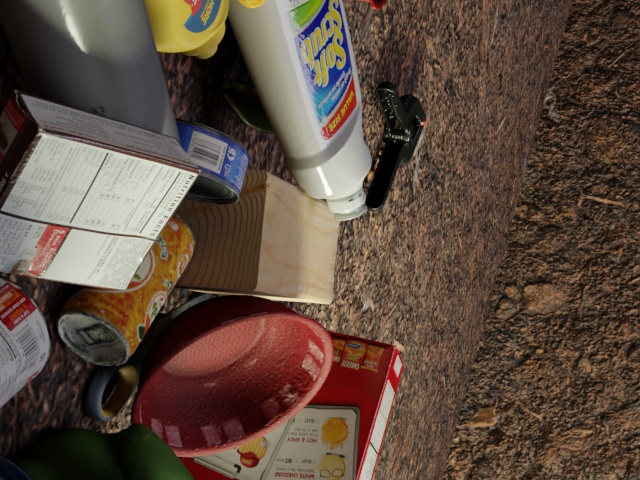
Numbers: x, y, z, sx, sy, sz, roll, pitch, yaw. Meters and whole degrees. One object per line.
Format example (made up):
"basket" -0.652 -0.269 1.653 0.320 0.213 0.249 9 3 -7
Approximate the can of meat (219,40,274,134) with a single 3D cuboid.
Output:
"can of meat" -0.039 -0.144 0.895 0.102 0.057 0.084 49 57 -69

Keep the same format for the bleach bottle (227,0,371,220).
"bleach bottle" -0.010 -0.136 0.822 0.102 0.068 0.251 -42 121 -42

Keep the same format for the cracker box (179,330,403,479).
"cracker box" -0.032 0.184 0.964 0.072 0.164 0.213 61 43 -62

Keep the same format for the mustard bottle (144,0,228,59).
"mustard bottle" -0.098 -0.174 0.668 0.191 0.058 0.096 68 26 -64

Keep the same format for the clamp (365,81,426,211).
"clamp" 0.100 -0.129 1.401 0.209 0.036 0.164 -29 128 -69

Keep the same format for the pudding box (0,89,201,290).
"pudding box" -0.132 -0.023 0.573 0.113 0.039 0.090 12 118 -51

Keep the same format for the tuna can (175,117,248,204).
"tuna can" -0.093 -0.054 0.727 0.086 0.086 0.034 49 53 -70

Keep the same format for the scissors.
"scissors" -0.131 0.085 0.823 0.201 0.016 0.096 10 94 -74

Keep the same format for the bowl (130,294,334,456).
"bowl" -0.073 0.092 0.806 0.162 0.162 0.055 81 -18 -51

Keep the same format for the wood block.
"wood block" -0.056 0.000 0.866 0.206 0.091 0.090 21 73 -73

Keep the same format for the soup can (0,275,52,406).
"soup can" -0.188 0.066 0.527 0.102 0.068 0.068 -51 149 -58
